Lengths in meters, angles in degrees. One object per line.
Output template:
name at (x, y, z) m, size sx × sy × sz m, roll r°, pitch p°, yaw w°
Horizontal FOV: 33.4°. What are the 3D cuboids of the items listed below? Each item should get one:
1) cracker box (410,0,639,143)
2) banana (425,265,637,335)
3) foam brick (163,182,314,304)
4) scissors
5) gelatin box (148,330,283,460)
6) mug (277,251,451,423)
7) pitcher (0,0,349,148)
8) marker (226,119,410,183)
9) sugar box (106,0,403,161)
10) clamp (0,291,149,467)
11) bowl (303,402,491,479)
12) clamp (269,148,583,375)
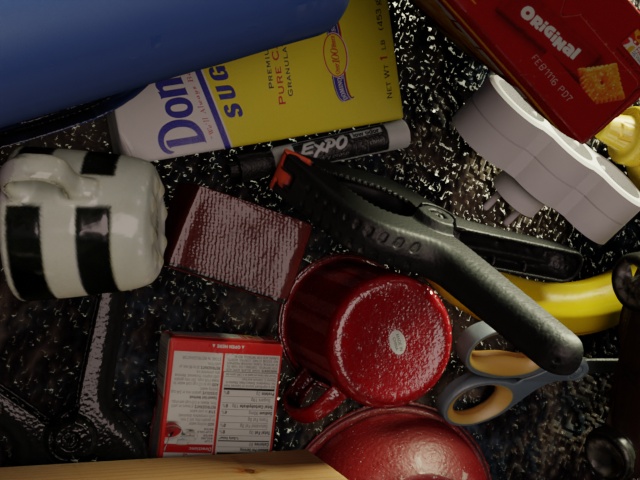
cracker box at (0.084, -0.154, 0.593) m, size 0.072 × 0.214 × 0.164 m, roll -44°, pitch 109°, yaw 11°
banana at (0.159, 0.033, 0.734) m, size 0.197 × 0.037 × 0.069 m, roll -5°, pitch 79°, yaw -20°
foam brick at (-0.054, 0.001, 0.645) m, size 0.078 × 0.053 × 0.051 m, roll 19°, pitch 88°, yaw -21°
scissors at (0.158, 0.100, 0.741) m, size 0.201 × 0.016 × 0.096 m, roll 20°, pitch 116°, yaw -38°
gelatin box at (-0.066, 0.103, 0.662) m, size 0.073 × 0.030 × 0.089 m, roll 5°, pitch 93°, yaw -21°
mug at (0.021, 0.065, 0.661) m, size 0.117 × 0.082 × 0.093 m, roll -46°, pitch 107°, yaw -10°
pitcher at (-0.112, -0.124, 0.520) m, size 0.242 × 0.149 × 0.145 m, roll -17°, pitch 105°, yaw -22°
marker at (-0.001, -0.056, 0.676) m, size 0.121 × 0.020 × 0.020 m, roll -13°, pitch 99°, yaw -18°
sugar box at (-0.043, -0.104, 0.643) m, size 0.176 × 0.048 × 0.093 m, roll -13°, pitch 99°, yaw -19°
clamp at (-0.159, 0.111, 0.626) m, size 0.120 × 0.039 × 0.171 m, roll -12°, pitch 96°, yaw -7°
bowl at (0.054, 0.190, 0.699) m, size 0.162 × 0.055 × 0.162 m, roll -2°, pitch 95°, yaw -19°
clamp at (0.067, 0.004, 0.634) m, size 0.210 × 0.164 × 0.036 m, roll 23°, pitch 111°, yaw -2°
